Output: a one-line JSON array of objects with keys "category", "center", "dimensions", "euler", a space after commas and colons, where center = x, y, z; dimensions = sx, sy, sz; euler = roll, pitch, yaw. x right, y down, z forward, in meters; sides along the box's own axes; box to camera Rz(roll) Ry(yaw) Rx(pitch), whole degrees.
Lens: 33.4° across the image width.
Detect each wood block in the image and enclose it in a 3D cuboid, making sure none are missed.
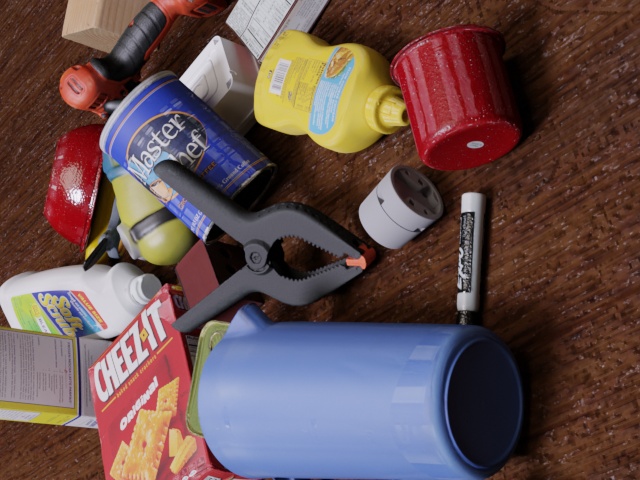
[{"category": "wood block", "center": [-0.238, -0.338, 1.298], "dimensions": [0.091, 0.090, 0.206], "euler": [3, 81, 51]}]

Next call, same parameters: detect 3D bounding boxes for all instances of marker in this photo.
[{"category": "marker", "center": [0.116, 0.023, 0.825], "dimensions": [0.020, 0.020, 0.121], "euler": [-8, 72, 48]}]

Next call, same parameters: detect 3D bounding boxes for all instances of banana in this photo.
[{"category": "banana", "center": [-0.241, -0.059, 1.236], "dimensions": [0.037, 0.069, 0.198], "euler": [19, 112, 10]}]

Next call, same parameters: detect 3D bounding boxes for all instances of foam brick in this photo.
[{"category": "foam brick", "center": [-0.100, 0.044, 1.047], "dimensions": [0.051, 0.052, 0.078], "euler": [-49, 47, 28]}]

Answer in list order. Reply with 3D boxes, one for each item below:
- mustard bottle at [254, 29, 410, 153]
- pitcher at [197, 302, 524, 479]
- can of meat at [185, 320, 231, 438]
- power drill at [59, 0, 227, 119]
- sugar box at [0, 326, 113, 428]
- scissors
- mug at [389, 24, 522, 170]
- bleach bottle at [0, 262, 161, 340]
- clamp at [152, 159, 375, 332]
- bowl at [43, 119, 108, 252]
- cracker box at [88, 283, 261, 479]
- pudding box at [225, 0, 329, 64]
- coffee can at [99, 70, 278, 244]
[{"category": "mustard bottle", "center": [0.016, -0.130, 0.958], "dimensions": [0.192, 0.058, 0.096], "euler": [25, 97, 50]}, {"category": "pitcher", "center": [0.032, 0.132, 0.819], "dimensions": [0.243, 0.149, 0.145], "euler": [-7, 56, 45]}, {"category": "can of meat", "center": [-0.065, 0.128, 0.954], "dimensions": [0.058, 0.083, 0.102], "euler": [1, 80, 50]}, {"category": "power drill", "center": [-0.187, -0.211, 1.176], "dimensions": [0.057, 0.184, 0.188], "euler": [43, 101, 5]}, {"category": "sugar box", "center": [-0.290, 0.147, 1.141], "dimensions": [0.048, 0.175, 0.093], "euler": [-29, 57, 39]}, {"category": "scissors", "center": [-0.224, -0.018, 1.144], "dimensions": [0.202, 0.016, 0.096], "euler": [-144, 64, -89]}, {"category": "mug", "center": [0.105, -0.102, 0.833], "dimensions": [0.117, 0.093, 0.081], "euler": [114, 147, -64]}, {"category": "bleach bottle", "center": [-0.267, 0.066, 1.211], "dimensions": [0.251, 0.067, 0.102], "euler": [-16, 101, 45]}, {"category": "clamp", "center": [-0.056, 0.001, 0.945], "dimensions": [0.210, 0.036, 0.164], "euler": [-4, 107, 24]}, {"category": "bowl", "center": [-0.289, -0.070, 1.254], "dimensions": [0.162, 0.055, 0.162], "euler": [-168, 90, -75]}, {"category": "cracker box", "center": [-0.150, 0.175, 1.050], "dimensions": [0.164, 0.072, 0.214], "euler": [-45, 48, 31]}, {"category": "pudding box", "center": [-0.039, -0.238, 1.072], "dimensions": [0.114, 0.039, 0.090], "euler": [-56, 44, 21]}, {"category": "coffee can", "center": [-0.126, -0.080, 1.027], "dimensions": [0.140, 0.102, 0.103], "euler": [42, 116, 7]}]
